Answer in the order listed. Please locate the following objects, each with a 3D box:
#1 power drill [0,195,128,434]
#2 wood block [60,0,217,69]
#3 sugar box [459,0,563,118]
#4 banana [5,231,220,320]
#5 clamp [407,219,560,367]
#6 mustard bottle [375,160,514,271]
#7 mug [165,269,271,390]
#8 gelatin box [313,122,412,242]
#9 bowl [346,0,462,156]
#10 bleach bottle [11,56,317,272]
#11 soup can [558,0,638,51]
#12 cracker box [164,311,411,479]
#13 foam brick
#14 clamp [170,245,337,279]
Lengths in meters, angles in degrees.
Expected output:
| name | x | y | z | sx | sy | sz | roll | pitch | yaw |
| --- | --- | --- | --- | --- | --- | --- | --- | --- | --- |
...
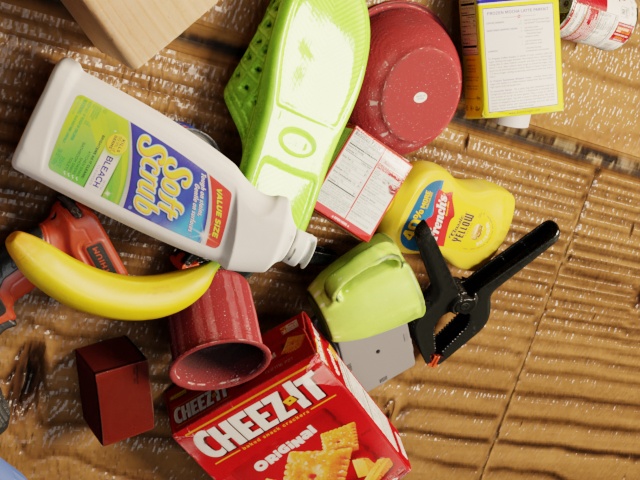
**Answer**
| name | x | y | z | sx | sy | sz | roll | pitch | yaw |
| --- | --- | --- | --- | --- | --- | --- | --- | --- | --- |
| power drill | -0.253 | 0.062 | 0.902 | 0.187 | 0.057 | 0.184 | -33 | 128 | -18 |
| wood block | -0.179 | -0.241 | 0.798 | 0.090 | 0.091 | 0.206 | -42 | 127 | -11 |
| sugar box | 0.185 | -0.211 | 1.046 | 0.093 | 0.048 | 0.176 | -8 | 98 | -19 |
| banana | -0.169 | 0.032 | 0.887 | 0.197 | 0.037 | 0.069 | 4 | 93 | -37 |
| clamp | 0.139 | 0.053 | 1.123 | 0.164 | 0.036 | 0.210 | 6 | 130 | -27 |
| mustard bottle | 0.109 | -0.031 | 1.095 | 0.191 | 0.058 | 0.096 | 15 | 110 | -36 |
| mug | -0.101 | 0.086 | 0.981 | 0.093 | 0.081 | 0.117 | -2 | 146 | -19 |
| gelatin box | 0.034 | -0.055 | 1.006 | 0.073 | 0.030 | 0.089 | 32 | 87 | -24 |
| bowl | 0.082 | -0.147 | 1.031 | 0.161 | 0.055 | 0.162 | -13 | 117 | -28 |
| bleach bottle | -0.116 | -0.049 | 0.874 | 0.250 | 0.068 | 0.102 | 25 | 97 | -12 |
| soup can | 0.270 | -0.237 | 1.105 | 0.102 | 0.069 | 0.068 | 6 | 107 | -35 |
| cracker box | -0.028 | 0.195 | 1.066 | 0.164 | 0.072 | 0.213 | -31 | 127 | 7 |
| foam brick | -0.188 | 0.137 | 0.980 | 0.052 | 0.051 | 0.078 | -14 | 117 | -29 |
| clamp | -0.057 | 0.001 | 1.015 | 0.171 | 0.039 | 0.120 | -29 | 118 | -17 |
